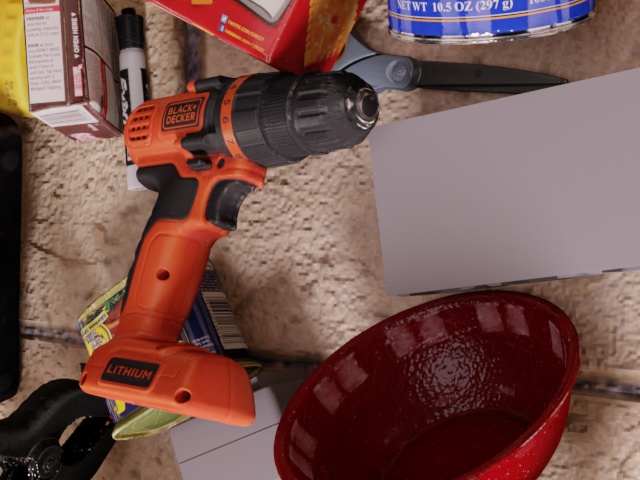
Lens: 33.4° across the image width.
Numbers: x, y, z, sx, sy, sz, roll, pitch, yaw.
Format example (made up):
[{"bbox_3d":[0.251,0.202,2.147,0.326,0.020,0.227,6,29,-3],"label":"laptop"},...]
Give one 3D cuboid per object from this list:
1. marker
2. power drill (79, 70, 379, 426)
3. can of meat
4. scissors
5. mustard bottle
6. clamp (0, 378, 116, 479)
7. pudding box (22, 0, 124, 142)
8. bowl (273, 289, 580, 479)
[{"bbox_3d":[-0.122,-0.094,0.706,0.020,0.020,0.121,-7,85,33],"label":"marker"},{"bbox_3d":[-0.054,0.001,0.571,0.185,0.057,0.187,-2,70,47],"label":"power drill"},{"bbox_3d":[-0.098,0.065,0.668,0.102,0.057,0.084,-34,69,27],"label":"can of meat"},{"bbox_3d":[0.035,-0.078,0.606,0.202,0.016,0.096,28,104,31],"label":"scissors"},{"bbox_3d":[-0.263,-0.141,0.774,0.192,0.058,0.096,7,93,32],"label":"mustard bottle"},{"bbox_3d":[-0.183,0.126,0.652,0.039,0.171,0.120,18,125,26],"label":"clamp"},{"bbox_3d":[-0.155,-0.115,0.674,0.039,0.113,0.090,-6,86,-1],"label":"pudding box"},{"bbox_3d":[0.060,0.093,0.532,0.162,0.162,0.055,-13,117,32],"label":"bowl"}]
